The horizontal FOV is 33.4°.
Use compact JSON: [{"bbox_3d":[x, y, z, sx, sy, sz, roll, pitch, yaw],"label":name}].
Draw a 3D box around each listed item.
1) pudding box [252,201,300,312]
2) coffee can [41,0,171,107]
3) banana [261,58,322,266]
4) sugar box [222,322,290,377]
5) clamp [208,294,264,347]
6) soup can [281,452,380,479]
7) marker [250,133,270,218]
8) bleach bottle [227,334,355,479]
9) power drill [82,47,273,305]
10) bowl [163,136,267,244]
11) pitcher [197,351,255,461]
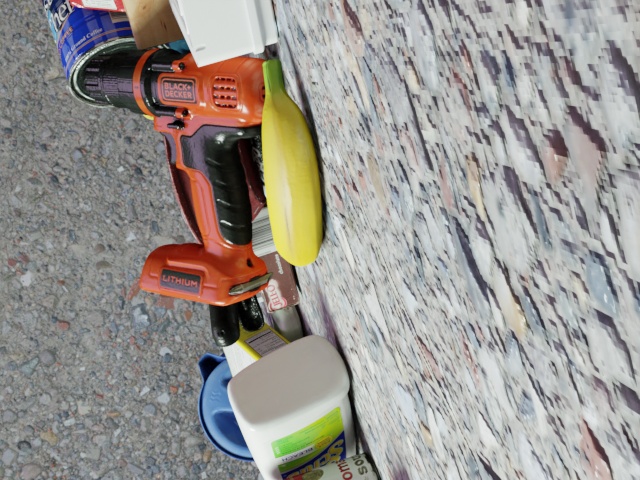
[{"bbox_3d":[-0.057,0.001,1.052,0.090,0.039,0.113,-120,15,-61],"label":"pudding box"},{"bbox_3d":[-0.208,-0.213,1.018,0.103,0.102,0.140,90,159,-64],"label":"coffee can"},{"bbox_3d":[-0.017,-0.032,0.748,0.198,0.037,0.069,86,-173,-50],"label":"banana"},{"bbox_3d":[-0.044,0.143,1.102,0.176,0.048,0.093,29,140,53],"label":"sugar box"},{"bbox_3d":[-0.098,0.002,1.018,0.164,0.036,0.210,-65,-39,-83],"label":"clamp"},{"bbox_3d":[0.002,0.227,0.905,0.068,0.102,0.068,163,90,-82],"label":"soup can"},{"bbox_3d":[-0.046,-0.067,0.908,0.020,0.020,0.121,-124,19,-64],"label":"marker"},{"bbox_3d":[-0.007,0.189,0.966,0.068,0.102,0.251,59,171,38],"label":"bleach bottle"},{"bbox_3d":[-0.107,-0.052,0.812,0.185,0.057,0.188,10,111,37],"label":"power drill"},{"bbox_3d":[-0.084,-0.072,0.930,0.162,0.055,0.162,-10,-90,-79],"label":"bowl"},{"bbox_3d":[-0.080,0.201,1.368,0.243,0.145,0.149,-179,84,-85],"label":"pitcher"}]
